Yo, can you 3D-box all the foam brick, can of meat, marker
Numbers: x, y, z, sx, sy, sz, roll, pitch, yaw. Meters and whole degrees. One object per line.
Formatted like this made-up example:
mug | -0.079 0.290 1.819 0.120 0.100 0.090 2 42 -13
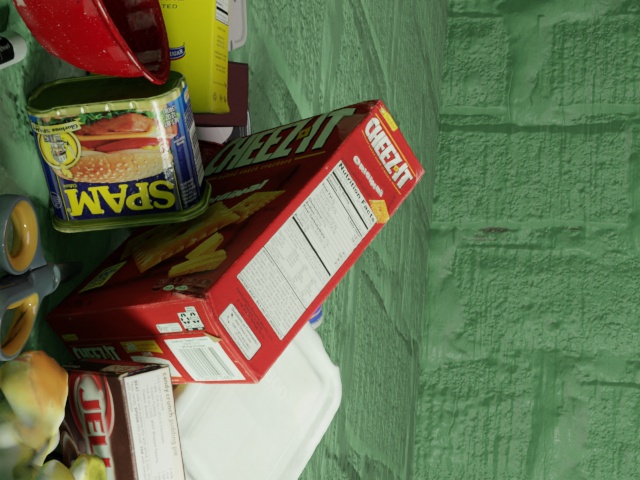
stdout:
foam brick | -0.100 -0.115 0.825 0.078 0.053 0.051 -3 96 -50
can of meat | -0.126 -0.058 0.670 0.057 0.102 0.084 -86 169 -60
marker | -0.190 -0.090 0.561 0.121 0.020 0.020 -60 150 -65

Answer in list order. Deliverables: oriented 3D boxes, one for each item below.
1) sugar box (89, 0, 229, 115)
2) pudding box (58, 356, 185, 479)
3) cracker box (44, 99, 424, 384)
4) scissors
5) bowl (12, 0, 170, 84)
sugar box | -0.110 -0.176 0.740 0.048 0.093 0.176 -21 112 -77
pudding box | -0.119 0.128 0.633 0.039 0.090 0.113 -12 95 -38
cracker box | -0.055 0.001 0.706 0.213 0.164 0.072 -50 119 -37
scissors | -0.164 0.005 0.625 0.201 0.016 0.096 -86 180 -73
bowl | -0.143 -0.158 0.614 0.162 0.055 0.162 -19 90 -83
